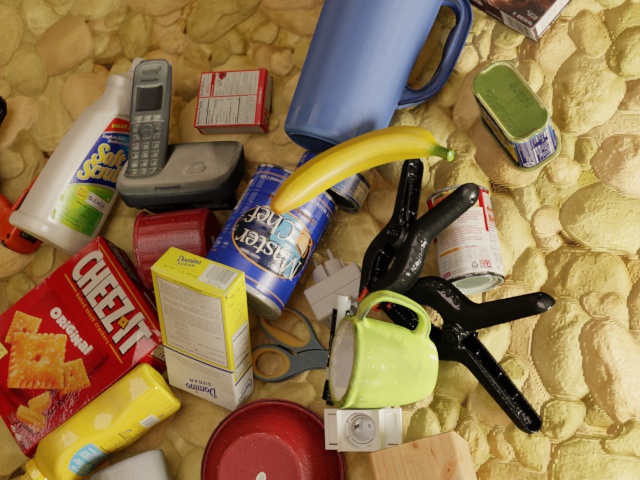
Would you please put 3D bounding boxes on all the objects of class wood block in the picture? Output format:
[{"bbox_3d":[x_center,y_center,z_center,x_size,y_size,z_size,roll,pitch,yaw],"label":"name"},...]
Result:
[{"bbox_3d":[0.118,0.300,1.029,0.090,0.090,0.206,-18,68,12],"label":"wood block"}]

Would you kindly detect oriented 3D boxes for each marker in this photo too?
[{"bbox_3d":[0.017,0.116,1.129,0.020,0.020,0.121,10,99,21],"label":"marker"}]

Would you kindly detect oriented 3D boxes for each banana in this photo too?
[{"bbox_3d":[0.037,-0.081,1.116,0.198,0.037,0.069,-19,30,2],"label":"banana"}]

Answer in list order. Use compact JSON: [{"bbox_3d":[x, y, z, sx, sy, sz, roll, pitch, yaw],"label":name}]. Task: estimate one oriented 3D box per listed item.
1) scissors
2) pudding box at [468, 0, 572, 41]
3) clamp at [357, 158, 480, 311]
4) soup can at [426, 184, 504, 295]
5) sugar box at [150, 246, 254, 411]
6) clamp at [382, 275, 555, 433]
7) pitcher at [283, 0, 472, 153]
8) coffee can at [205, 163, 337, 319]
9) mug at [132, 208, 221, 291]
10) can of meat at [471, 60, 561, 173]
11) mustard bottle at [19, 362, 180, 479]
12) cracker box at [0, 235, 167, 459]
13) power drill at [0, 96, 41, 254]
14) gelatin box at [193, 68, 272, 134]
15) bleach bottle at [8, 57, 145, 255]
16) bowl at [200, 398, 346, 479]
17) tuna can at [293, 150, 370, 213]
[{"bbox_3d":[-0.001,0.145,1.160,0.202,0.016,0.096,38,89,25],"label":"scissors"},{"bbox_3d":[0.228,-0.291,1.214,0.114,0.039,0.090,39,87,25],"label":"pudding box"},{"bbox_3d":[0.087,-0.010,1.114,0.171,0.039,0.120,-54,30,10],"label":"clamp"},{"bbox_3d":[0.153,0.000,1.128,0.068,0.068,0.102,-13,70,14],"label":"soup can"},{"bbox_3d":[-0.123,0.096,1.136,0.093,0.176,0.048,19,47,22],"label":"sugar box"},{"bbox_3d":[0.147,0.085,1.079,0.210,0.165,0.036,31,43,32],"label":"clamp"},{"bbox_3d":[0.058,-0.209,1.205,0.149,0.144,0.243,15,82,36],"label":"pitcher"},{"bbox_3d":[-0.058,0.001,1.169,0.103,0.102,0.140,22,73,23],"label":"coffee can"},{"bbox_3d":[-0.158,0.019,1.218,0.081,0.093,0.117,-7,84,11],"label":"mug"},{"bbox_3d":[0.208,-0.133,1.144,0.057,0.084,0.102,-35,65,5],"label":"can of meat"},{"bbox_3d":[-0.248,0.214,1.163,0.191,0.096,0.058,-37,69,-5],"label":"mustard bottle"},{"bbox_3d":[-0.285,0.125,1.231,0.214,0.072,0.164,-39,65,2],"label":"cracker box"},{"bbox_3d":[-0.407,-0.080,1.349,0.188,0.057,0.184,28,87,27],"label":"power drill"},{"bbox_3d":[-0.105,-0.167,1.290,0.089,0.030,0.073,0,74,19],"label":"gelatin box"},{"bbox_3d":[-0.272,-0.110,1.287,0.068,0.102,0.251,16,77,43],"label":"bleach bottle"},{"bbox_3d":[-0.057,0.245,1.111,0.162,0.055,0.162,-2,81,13],"label":"bowl"},{"bbox_3d":[0.012,-0.065,1.187,0.086,0.086,0.033,24,80,24],"label":"tuna can"}]
